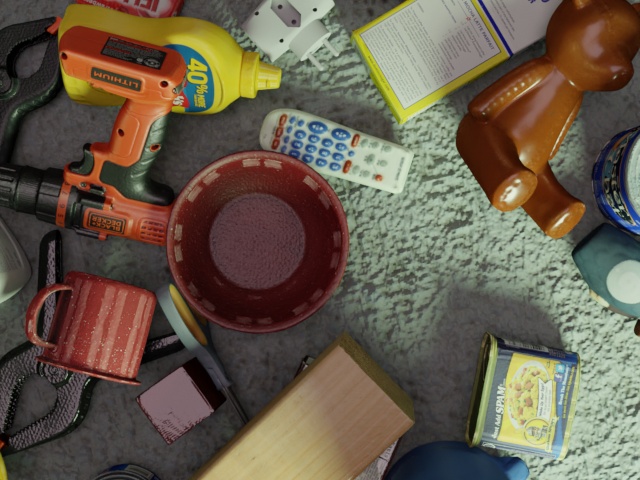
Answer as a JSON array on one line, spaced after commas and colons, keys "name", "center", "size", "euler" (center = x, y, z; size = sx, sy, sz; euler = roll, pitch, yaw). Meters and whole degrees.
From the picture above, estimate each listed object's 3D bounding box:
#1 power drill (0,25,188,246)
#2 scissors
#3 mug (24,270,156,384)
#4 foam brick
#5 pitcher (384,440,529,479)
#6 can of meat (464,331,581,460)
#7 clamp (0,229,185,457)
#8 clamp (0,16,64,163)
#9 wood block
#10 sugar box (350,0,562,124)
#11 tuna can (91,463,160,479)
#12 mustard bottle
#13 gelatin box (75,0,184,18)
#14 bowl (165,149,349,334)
[{"name": "power drill", "center": [-0.198, -0.088, 0.927], "size": [0.184, 0.057, 0.188], "euler": [12, 126, -7]}, {"name": "scissors", "center": [-0.096, 0.109, 0.978], "size": [0.016, 0.096, 0.201], "euler": [-25, 121, 6]}, {"name": "mug", "center": [-0.198, 0.071, 0.914], "size": [0.117, 0.093, 0.081], "euler": [20, 81, -40]}, {"name": "foam brick", "center": [-0.123, 0.143, 0.958], "size": [0.053, 0.078, 0.051], "euler": [-36, 88, 3]}, {"name": "pitcher", "center": [0.101, 0.246, 0.864], "size": [0.145, 0.243, 0.149], "euler": [11, 85, 6]}, {"name": "can of meat", "center": [0.181, 0.140, 0.951], "size": [0.084, 0.057, 0.102], "euler": [10, 92, 1]}, {"name": "clamp", "center": [-0.246, 0.106, 0.984], "size": [0.164, 0.036, 0.210], "euler": [44, 92, 2]}, {"name": "clamp", "center": [-0.300, -0.145, 0.982], "size": [0.120, 0.039, 0.171], "euler": [36, 90, -4]}, {"name": "wood block", "center": [-0.025, 0.183, 0.906], "size": [0.206, 0.091, 0.090], "euler": [-44, 90, 5]}, {"name": "sugar box", "center": [0.124, -0.188, 0.954], "size": [0.176, 0.048, 0.093], "euler": [-30, 90, 0]}, {"name": "tuna can", "center": [-0.181, 0.251, 0.985], "size": [0.086, 0.033, 0.086], "euler": [0, 91, 3]}, {"name": "mustard bottle", "center": [-0.131, -0.155, 0.947], "size": [0.191, 0.096, 0.058], "euler": [7, 49, 2]}, {"name": "gelatin box", "center": [-0.168, -0.232, 0.977], "size": [0.089, 0.030, 0.073], "euler": [24, 92, 3]}, {"name": "bowl", "center": [-0.056, 0.001, 0.957], "size": [0.162, 0.055, 0.162], "euler": [0, 90, -4]}]
